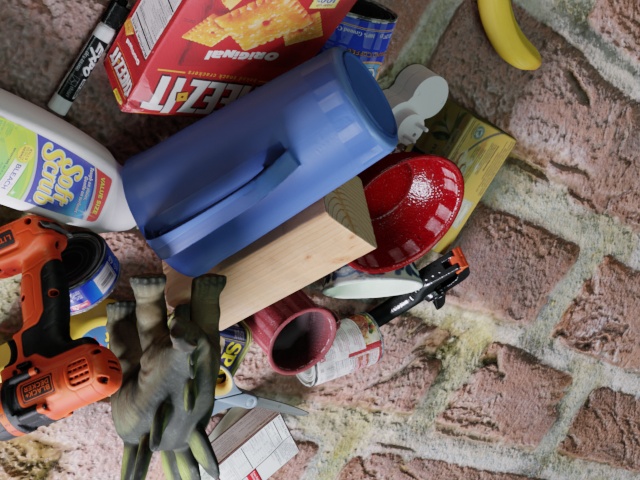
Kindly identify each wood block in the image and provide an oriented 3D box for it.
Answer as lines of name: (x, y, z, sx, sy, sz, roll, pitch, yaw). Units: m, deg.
wood block: (-0.058, 0.001, 1.101, 0.206, 0.091, 0.090, -29, 142, 25)

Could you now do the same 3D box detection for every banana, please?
banana: (0.216, -0.260, 1.229, 0.069, 0.037, 0.197, -35, 135, -11)

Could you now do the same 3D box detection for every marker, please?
marker: (-0.211, -0.170, 0.978, 0.020, 0.020, 0.121, 25, 103, -45)

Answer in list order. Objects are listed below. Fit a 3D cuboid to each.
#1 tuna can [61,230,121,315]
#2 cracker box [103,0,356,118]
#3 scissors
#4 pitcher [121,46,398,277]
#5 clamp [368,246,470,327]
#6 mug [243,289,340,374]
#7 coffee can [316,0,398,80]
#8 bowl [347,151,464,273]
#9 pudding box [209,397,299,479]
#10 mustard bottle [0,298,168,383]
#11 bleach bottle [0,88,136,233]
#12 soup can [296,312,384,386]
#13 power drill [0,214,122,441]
tuna can: (-0.242, 0.031, 1.048, 0.086, 0.086, 0.033, -35, 134, -12)
cracker box: (-0.076, -0.199, 0.964, 0.163, 0.072, 0.214, 1, 145, -37)
scissors: (-0.102, 0.195, 1.236, 0.096, 0.016, 0.201, -45, 132, 3)
pitcher: (-0.055, -0.071, 0.984, 0.243, 0.149, 0.144, -29, 151, 20)
clamp: (0.129, 0.062, 1.350, 0.120, 0.039, 0.172, -23, 160, -24)
mug: (-0.031, 0.095, 1.259, 0.117, 0.082, 0.093, -9, 124, -33)
coffee can: (0.009, -0.175, 1.083, 0.102, 0.103, 0.140, -1, 120, -37)
bowl: (0.079, -0.042, 1.187, 0.162, 0.055, 0.162, -20, 137, -20)
pudding box: (-0.088, 0.262, 1.323, 0.113, 0.039, 0.090, -39, 135, -18)
mustard bottle: (-0.248, 0.113, 1.123, 0.191, 0.058, 0.096, -28, 137, -20)
bleach bottle: (-0.242, -0.069, 0.996, 0.250, 0.068, 0.103, 21, 106, -47)
soup can: (0.020, 0.137, 1.337, 0.102, 0.069, 0.068, -17, 129, -27)
power drill: (-0.280, 0.085, 0.979, 0.184, 0.188, 0.057, -23, 161, 13)
